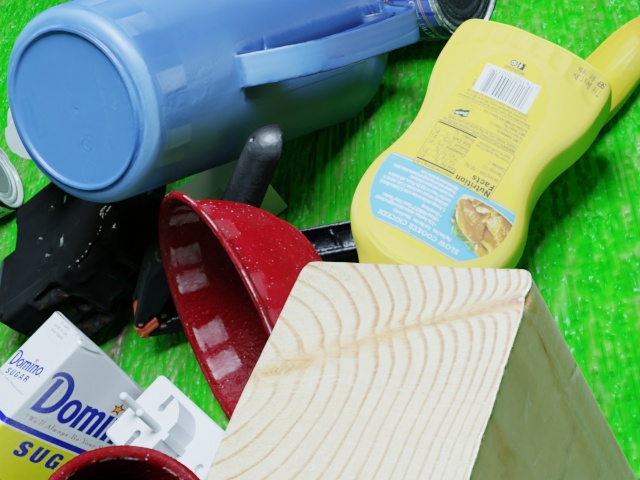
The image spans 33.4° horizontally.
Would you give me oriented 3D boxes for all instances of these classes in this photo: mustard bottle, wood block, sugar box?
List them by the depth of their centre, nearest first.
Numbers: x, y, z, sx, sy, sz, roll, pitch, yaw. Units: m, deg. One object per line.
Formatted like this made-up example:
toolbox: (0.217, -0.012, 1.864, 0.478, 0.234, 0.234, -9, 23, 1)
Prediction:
wood block: (0.059, 0.105, 0.402, 0.091, 0.206, 0.090, 1, 53, 35)
mustard bottle: (0.072, -0.023, 0.582, 0.096, 0.058, 0.191, 30, 80, 20)
sugar box: (-0.179, 0.136, 0.614, 0.176, 0.093, 0.048, -46, 43, -11)

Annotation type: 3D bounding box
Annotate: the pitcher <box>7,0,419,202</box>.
pitcher: (-0.060, -0.108, 0.649, 0.242, 0.145, 0.149, -33, -17, -53)

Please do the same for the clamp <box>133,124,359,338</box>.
clamp: (-0.054, 0.001, 0.642, 0.171, 0.120, 0.039, -29, 37, 13)

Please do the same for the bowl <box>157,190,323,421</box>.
bowl: (-0.029, 0.041, 0.575, 0.055, 0.162, 0.162, -22, 38, -21)
